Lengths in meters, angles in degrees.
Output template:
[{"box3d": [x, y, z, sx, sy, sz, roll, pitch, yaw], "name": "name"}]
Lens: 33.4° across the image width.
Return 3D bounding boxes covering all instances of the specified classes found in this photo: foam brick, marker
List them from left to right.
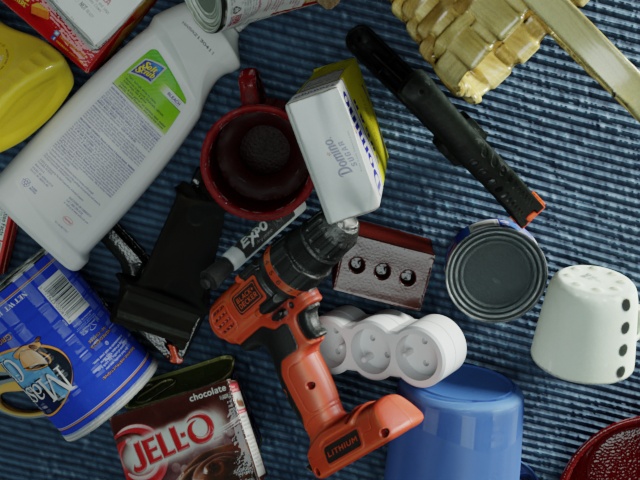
[{"box3d": [-0.056, 0.001, 0.882, 0.020, 0.121, 0.020, 29, 143, 25], "name": "marker"}, {"box3d": [0.052, 0.020, 0.906, 0.078, 0.051, 0.053, 13, 106, 0], "name": "foam brick"}]

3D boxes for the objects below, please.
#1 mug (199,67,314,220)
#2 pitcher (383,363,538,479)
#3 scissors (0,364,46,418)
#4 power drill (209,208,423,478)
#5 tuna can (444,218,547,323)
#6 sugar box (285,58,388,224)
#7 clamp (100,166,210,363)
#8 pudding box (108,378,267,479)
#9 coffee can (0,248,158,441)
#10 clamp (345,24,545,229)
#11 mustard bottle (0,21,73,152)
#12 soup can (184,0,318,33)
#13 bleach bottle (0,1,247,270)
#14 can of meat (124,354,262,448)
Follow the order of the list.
[{"box3d": [-0.048, -0.082, 0.866, 0.093, 0.081, 0.117, -11, 105, 6], "name": "mug"}, {"box3d": [0.120, 0.235, 0.935, 0.145, 0.149, 0.243, 8, 104, 16], "name": "pitcher"}, {"box3d": [-0.331, 0.123, 0.977, 0.202, 0.016, 0.096, 3, 105, 2], "name": "scissors"}, {"box3d": [0.004, 0.085, 0.870, 0.185, 0.057, 0.188, -41, 73, 41], "name": "power drill"}, {"box3d": [0.148, 0.025, 0.911, 0.086, 0.033, 0.086, 1, 106, 3], "name": "tuna can"}, {"box3d": [0.018, -0.081, 0.813, 0.048, 0.176, 0.093, -18, 104, 8], "name": "sugar box"}, {"box3d": [-0.151, 0.022, 0.927, 0.120, 0.039, 0.171, 0, 99, 10], "name": "clamp"}, {"box3d": [-0.110, 0.174, 0.893, 0.113, 0.039, 0.090, -19, 84, 7], "name": "pudding box"}, {"box3d": [-0.223, 0.086, 0.915, 0.103, 0.102, 0.140, -36, 101, 12], "name": "coffee can"}, {"box3d": [0.103, -0.088, 0.848, 0.036, 0.165, 0.209, -44, 123, 8], "name": "clamp"}, {"box3d": [-0.292, -0.154, 0.848, 0.192, 0.058, 0.096, 37, 73, 22], "name": "mustard bottle"}, {"box3d": [-0.048, -0.202, 0.815, 0.102, 0.069, 0.068, -23, 107, -26], "name": "soup can"}, {"box3d": [-0.146, -0.098, 0.864, 0.251, 0.068, 0.102, -44, 107, 1], "name": "bleach bottle"}, {"box3d": [-0.111, 0.161, 0.955, 0.102, 0.057, 0.084, -18, 107, 8], "name": "can of meat"}]
